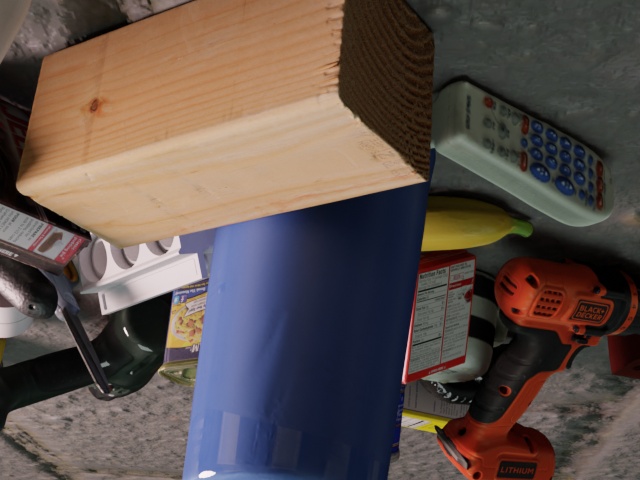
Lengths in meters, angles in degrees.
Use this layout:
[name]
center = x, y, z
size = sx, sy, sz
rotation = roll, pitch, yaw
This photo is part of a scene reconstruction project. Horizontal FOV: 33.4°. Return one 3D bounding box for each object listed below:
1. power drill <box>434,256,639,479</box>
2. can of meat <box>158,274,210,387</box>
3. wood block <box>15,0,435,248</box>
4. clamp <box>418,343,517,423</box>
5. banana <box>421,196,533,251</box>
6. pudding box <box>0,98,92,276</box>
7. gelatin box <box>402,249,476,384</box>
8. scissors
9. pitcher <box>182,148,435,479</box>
[power drill]
center = 0.185, 0.103, 0.842
size = 0.184, 0.057, 0.188
rotation = 11, 112, -31
[can of meat]
center = -0.083, 0.074, 0.905
size = 0.102, 0.084, 0.057
rotation = -11, 152, 31
[wood block]
center = -0.051, -0.068, 0.568
size = 0.206, 0.091, 0.090
rotation = -11, 151, 32
[clamp]
center = 0.139, 0.127, 0.952
size = 0.171, 0.120, 0.039
rotation = 20, 146, -25
[banana]
center = 0.049, -0.004, 0.762
size = 0.198, 0.037, 0.069
rotation = -4, 155, 17
[pudding box]
center = -0.189, -0.041, 0.630
size = 0.089, 0.113, 0.039
rotation = 25, 120, -41
[gelatin box]
center = 0.078, 0.053, 0.782
size = 0.030, 0.089, 0.073
rotation = 17, -161, 41
[scissors]
center = -0.197, 0.032, 0.760
size = 0.016, 0.202, 0.096
rotation = -43, 119, 3
[pitcher]
center = -0.012, 0.045, 0.627
size = 0.145, 0.242, 0.149
rotation = 0, 150, 14
